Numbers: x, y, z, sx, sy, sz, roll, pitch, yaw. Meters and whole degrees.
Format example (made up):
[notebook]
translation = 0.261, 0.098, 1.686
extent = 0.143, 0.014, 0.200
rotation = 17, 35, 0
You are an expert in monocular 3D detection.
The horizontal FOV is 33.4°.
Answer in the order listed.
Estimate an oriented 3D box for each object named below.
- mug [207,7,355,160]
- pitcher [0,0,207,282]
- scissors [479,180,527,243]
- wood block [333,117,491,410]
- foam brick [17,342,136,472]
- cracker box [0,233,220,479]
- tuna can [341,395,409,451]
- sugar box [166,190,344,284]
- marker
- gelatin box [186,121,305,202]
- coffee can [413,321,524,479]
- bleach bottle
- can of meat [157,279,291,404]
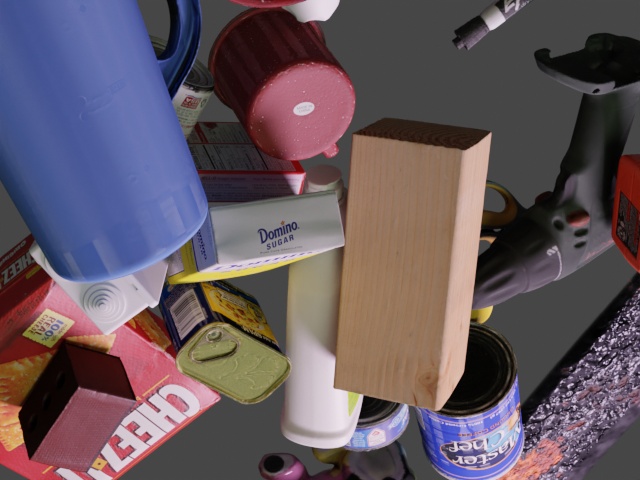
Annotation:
[mug]
translation = -0.020, -0.103, 0.772
extent = 0.093, 0.081, 0.117
rotation = -33, 132, 2
[pitcher]
translation = -0.149, -0.105, 0.639
extent = 0.149, 0.145, 0.243
rotation = -13, 116, 17
[scissors]
translation = 0.191, -0.001, 0.974
extent = 0.201, 0.016, 0.096
rotation = 15, 91, -33
[wood block]
translation = 0.072, 0.015, 0.842
extent = 0.091, 0.090, 0.206
rotation = 9, 108, 19
[foam brick]
translation = -0.183, 0.125, 0.799
extent = 0.051, 0.053, 0.078
rotation = 20, 114, -38
[cracker box]
translation = -0.209, 0.110, 0.860
extent = 0.164, 0.072, 0.213
rotation = -38, 133, 7
[tuna can]
translation = 0.039, 0.154, 0.999
extent = 0.086, 0.086, 0.034
rotation = -18, 129, -11
[sugar box]
translation = -0.055, 0.001, 0.788
extent = 0.093, 0.176, 0.048
rotation = -9, 89, -19
[marker]
translation = 0.153, -0.189, 0.827
extent = 0.121, 0.020, 0.020
rotation = -37, 132, 7
[gelatin box]
translation = -0.065, -0.058, 0.793
extent = 0.089, 0.073, 0.030
rotation = -2, 126, -23
[coffee can]
translation = 0.140, 0.157, 1.023
extent = 0.102, 0.103, 0.140
rotation = -24, 141, -5
[bleach bottle]
translation = 0.002, 0.053, 0.895
extent = 0.068, 0.102, 0.251
rotation = 8, 129, 11
[can of meat]
translation = -0.082, 0.076, 0.883
extent = 0.057, 0.084, 0.102
rotation = -45, 131, 13
